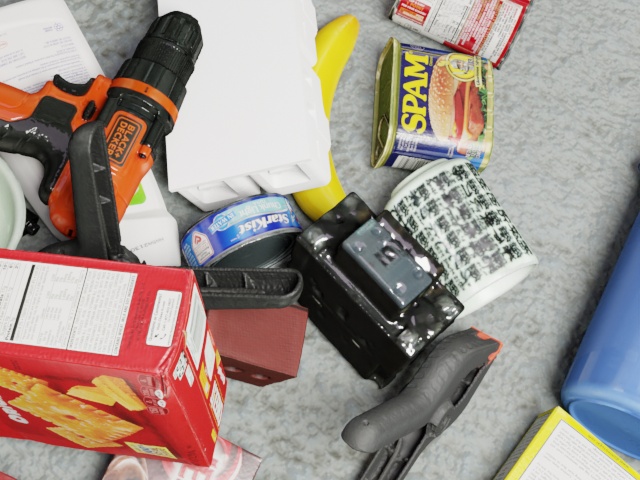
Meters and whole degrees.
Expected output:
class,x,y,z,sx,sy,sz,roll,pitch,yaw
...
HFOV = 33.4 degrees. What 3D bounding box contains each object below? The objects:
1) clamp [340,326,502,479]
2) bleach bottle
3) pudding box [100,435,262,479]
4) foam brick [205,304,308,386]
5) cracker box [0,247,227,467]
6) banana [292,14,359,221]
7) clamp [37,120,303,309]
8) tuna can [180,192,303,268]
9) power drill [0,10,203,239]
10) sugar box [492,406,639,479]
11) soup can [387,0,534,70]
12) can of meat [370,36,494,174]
class,x,y,z,sx,sy,sz,roll,pitch,yaw
clamp,0.067,0.127,0.740,0.039,0.120,0.171,37,48,23
bleach bottle,-0.178,-0.050,0.769,0.102,0.068,0.251,-24,78,-19
pudding box,-0.103,0.176,0.709,0.090,0.039,0.113,26,67,0
foam brick,-0.057,0.066,0.738,0.078,0.053,0.051,20,65,-28
cracker box,-0.173,0.072,0.644,0.214,0.164,0.072,6,61,6
banana,0.002,-0.091,0.831,0.069,0.037,0.198,7,69,-27
clamp,-0.134,0.016,0.676,0.164,0.210,0.036,44,42,-22
tuna can,-0.055,0.001,0.758,0.086,0.086,0.034,-21,73,-17
power drill,-0.188,-0.110,0.720,0.187,0.057,0.184,25,66,-6
sugar box,0.145,0.212,0.737,0.093,0.048,0.176,40,72,6
soup can,0.114,-0.190,0.868,0.102,0.068,0.068,24,68,0
can of meat,0.088,-0.102,0.837,0.084,0.057,0.102,8,68,-9
